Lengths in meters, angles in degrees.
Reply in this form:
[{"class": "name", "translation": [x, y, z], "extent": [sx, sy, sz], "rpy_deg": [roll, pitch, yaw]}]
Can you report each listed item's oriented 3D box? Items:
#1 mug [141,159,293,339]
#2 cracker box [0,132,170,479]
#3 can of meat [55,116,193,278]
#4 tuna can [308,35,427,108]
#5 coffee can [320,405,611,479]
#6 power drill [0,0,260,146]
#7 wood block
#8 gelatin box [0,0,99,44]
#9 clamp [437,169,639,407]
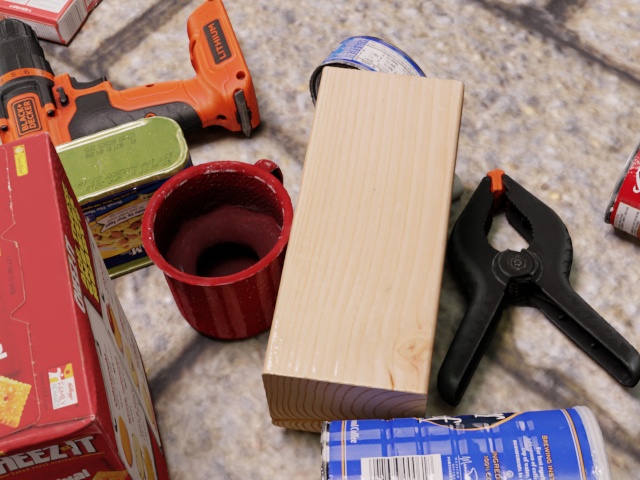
[{"class": "mug", "translation": [-0.054, 0.001, 0.682], "extent": [0.093, 0.081, 0.117], "rpy_deg": [16, 59, 16]}, {"class": "cracker box", "translation": [-0.135, 0.077, 0.556], "extent": [0.072, 0.214, 0.164], "rpy_deg": [-16, 55, -5]}, {"class": "can of meat", "translation": [-0.129, -0.028, 0.708], "extent": [0.102, 0.084, 0.057], "rpy_deg": [-20, 56, -8]}, {"class": "tuna can", "translation": [0.036, -0.099, 0.739], "extent": [0.086, 0.086, 0.033], "rpy_deg": [27, 60, 22]}, {"class": "coffee can", "translation": [0.074, 0.142, 0.558], "extent": [0.140, 0.103, 0.103], "rpy_deg": [-4, 55, 3]}, {"class": "power drill", "translation": [-0.150, -0.116, 0.790], "extent": [0.187, 0.057, 0.184], "rpy_deg": [-20, 59, -4]}, {"class": "wood block", "translation": [0.030, 0.007, 0.645], "extent": [0.091, 0.090, 0.206], "rpy_deg": [7, 62, 6]}, {"class": "gelatin box", "translation": [-0.220, -0.206, 0.875], "extent": [0.073, 0.030, 0.089], "rpy_deg": [16, 58, 18]}, {"class": "clamp", "translation": [0.115, 0.030, 0.670], "extent": [0.120, 0.039, 0.171], "rpy_deg": [-10, 50, -9]}]
